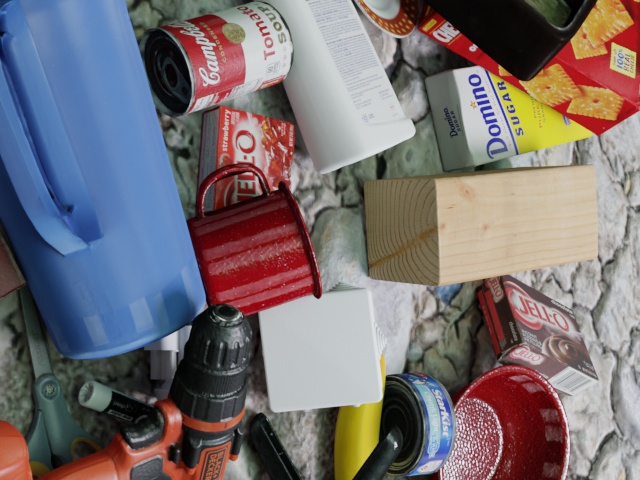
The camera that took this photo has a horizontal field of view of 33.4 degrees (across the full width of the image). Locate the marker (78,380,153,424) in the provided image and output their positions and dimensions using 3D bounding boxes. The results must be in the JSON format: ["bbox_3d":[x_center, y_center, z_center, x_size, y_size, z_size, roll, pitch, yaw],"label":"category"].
[{"bbox_3d":[-0.123,0.130,0.779,0.121,0.020,0.020,31,68,-39],"label":"marker"}]

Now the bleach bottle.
[{"bbox_3d":[-0.008,-0.186,0.877,0.102,0.068,0.251,-29,99,-55],"label":"bleach bottle"}]

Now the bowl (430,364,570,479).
[{"bbox_3d":[0.151,0.190,0.962,0.161,0.055,0.162,-1,92,-35],"label":"bowl"}]

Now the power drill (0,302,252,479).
[{"bbox_3d":[-0.133,0.130,0.688,0.187,0.057,0.185,-10,129,-33],"label":"power drill"}]

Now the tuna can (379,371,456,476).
[{"bbox_3d":[0.072,0.154,0.893,0.033,0.086,0.086,2,84,-35],"label":"tuna can"}]

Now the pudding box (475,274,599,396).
[{"bbox_3d":[0.203,0.088,1.003,0.113,0.039,0.090,29,35,-34],"label":"pudding box"}]

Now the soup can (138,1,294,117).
[{"bbox_3d":[-0.079,-0.140,0.817,0.102,0.069,0.068,-25,101,-37],"label":"soup can"}]

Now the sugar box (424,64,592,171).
[{"bbox_3d":[0.185,-0.128,1.030,0.175,0.048,0.093,-17,96,-38],"label":"sugar box"}]

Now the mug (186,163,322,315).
[{"bbox_3d":[-0.055,0.001,0.787,0.081,0.093,0.117,-18,109,-9],"label":"mug"}]

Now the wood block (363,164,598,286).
[{"bbox_3d":[0.148,-0.018,0.958,0.205,0.091,0.090,-8,97,-38],"label":"wood block"}]

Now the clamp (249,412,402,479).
[{"bbox_3d":[0.010,0.216,0.836,0.039,0.120,0.171,-20,104,-73],"label":"clamp"}]

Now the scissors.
[{"bbox_3d":[-0.201,0.118,0.732,0.096,0.016,0.202,-31,104,-35],"label":"scissors"}]

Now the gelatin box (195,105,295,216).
[{"bbox_3d":[-0.058,-0.056,0.848,0.073,0.030,0.089,9,80,-36],"label":"gelatin box"}]

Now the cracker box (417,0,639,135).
[{"bbox_3d":[0.210,-0.221,1.000,0.213,0.072,0.164,27,59,-18],"label":"cracker box"}]

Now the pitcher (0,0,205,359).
[{"bbox_3d":[-0.163,-0.047,0.702,0.149,0.145,0.243,-26,104,-39],"label":"pitcher"}]

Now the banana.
[{"bbox_3d":[0.040,0.191,0.876,0.037,0.070,0.198,8,69,-47],"label":"banana"}]
